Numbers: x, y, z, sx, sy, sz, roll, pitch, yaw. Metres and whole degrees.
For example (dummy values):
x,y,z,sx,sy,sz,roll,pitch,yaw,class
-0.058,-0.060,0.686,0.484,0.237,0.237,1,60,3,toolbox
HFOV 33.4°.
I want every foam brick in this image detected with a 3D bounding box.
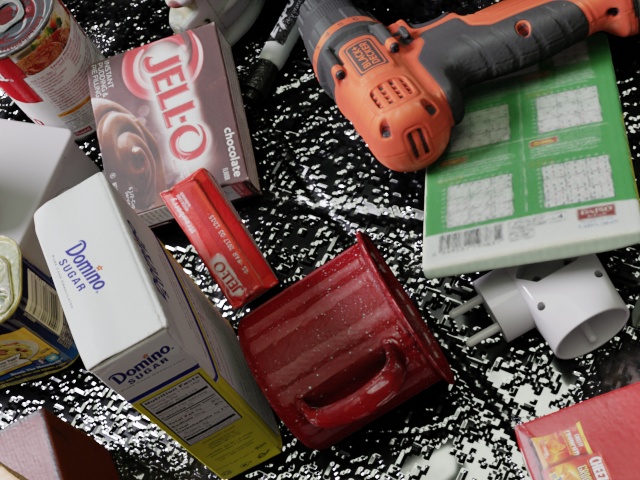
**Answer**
x,y,z,sx,sy,sz,roll,pitch,yaw,class
-0.146,0.134,0.574,0.051,0.078,0.053,-29,56,3,foam brick

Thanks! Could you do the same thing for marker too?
x,y,z,sx,sy,sz,roll,pitch,yaw,class
-0.020,-0.142,0.708,0.020,0.020,0.121,18,71,26,marker

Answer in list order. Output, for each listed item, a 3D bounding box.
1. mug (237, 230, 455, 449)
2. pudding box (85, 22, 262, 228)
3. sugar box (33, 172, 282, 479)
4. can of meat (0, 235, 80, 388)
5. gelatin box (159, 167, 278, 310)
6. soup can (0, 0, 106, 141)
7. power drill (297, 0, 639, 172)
x,y,z,sx,sy,sz,roll,pitch,yaw,class
0.012,0.059,0.543,0.081,0.093,0.117,-33,21,6,mug
-0.092,-0.071,0.673,0.090,0.039,0.113,-17,74,11,pudding box
-0.076,0.050,0.534,0.048,0.176,0.093,-30,58,2,sugar box
-0.202,0.049,0.634,0.102,0.084,0.057,-16,59,11,can of meat
-0.054,0.001,0.590,0.030,0.089,0.073,-32,90,-2,gelatin box
-0.181,-0.119,0.704,0.068,0.102,0.068,-8,61,15,soup can
0.086,-0.131,0.631,0.187,0.057,0.184,-28,41,1,power drill
